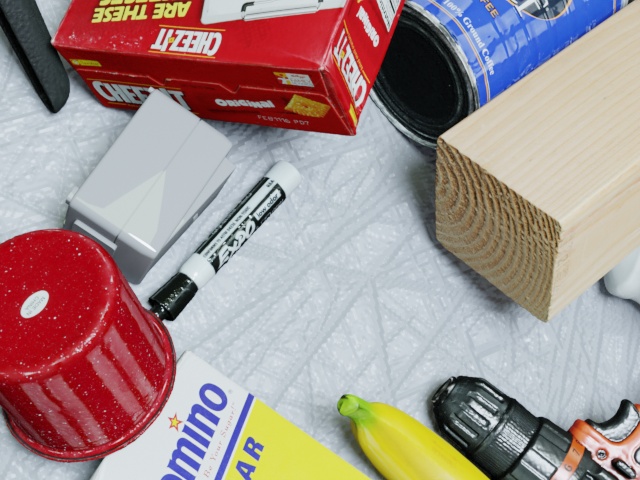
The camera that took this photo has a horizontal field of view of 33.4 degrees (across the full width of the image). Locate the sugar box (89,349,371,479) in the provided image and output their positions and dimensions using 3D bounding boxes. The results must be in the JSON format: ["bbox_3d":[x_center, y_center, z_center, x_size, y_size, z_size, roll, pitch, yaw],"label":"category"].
[{"bbox_3d":[-0.025,0.144,0.545,0.176,0.048,0.093,35,66,0],"label":"sugar box"}]

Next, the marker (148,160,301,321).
[{"bbox_3d":[-0.054,0.001,0.603,0.020,0.020,0.121,42,66,-2],"label":"marker"}]

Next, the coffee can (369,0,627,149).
[{"bbox_3d":[0.103,-0.134,0.651,0.140,0.103,0.103,-37,87,-24],"label":"coffee can"}]

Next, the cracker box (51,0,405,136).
[{"bbox_3d":[-0.028,-0.169,0.597,0.164,0.072,0.213,9,66,25],"label":"cracker box"}]

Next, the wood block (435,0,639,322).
[{"bbox_3d":[0.171,-0.059,0.622,0.205,0.090,0.091,-35,55,-22],"label":"wood block"}]

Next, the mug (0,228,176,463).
[{"bbox_3d":[-0.136,0.047,0.515,0.117,0.081,0.093,3,57,13],"label":"mug"}]

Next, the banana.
[{"bbox_3d":[0.082,0.150,0.572,0.198,0.069,0.037,41,102,3],"label":"banana"}]

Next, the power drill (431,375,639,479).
[{"bbox_3d":[0.182,0.088,0.606,0.184,0.057,0.187,39,89,2],"label":"power drill"}]
